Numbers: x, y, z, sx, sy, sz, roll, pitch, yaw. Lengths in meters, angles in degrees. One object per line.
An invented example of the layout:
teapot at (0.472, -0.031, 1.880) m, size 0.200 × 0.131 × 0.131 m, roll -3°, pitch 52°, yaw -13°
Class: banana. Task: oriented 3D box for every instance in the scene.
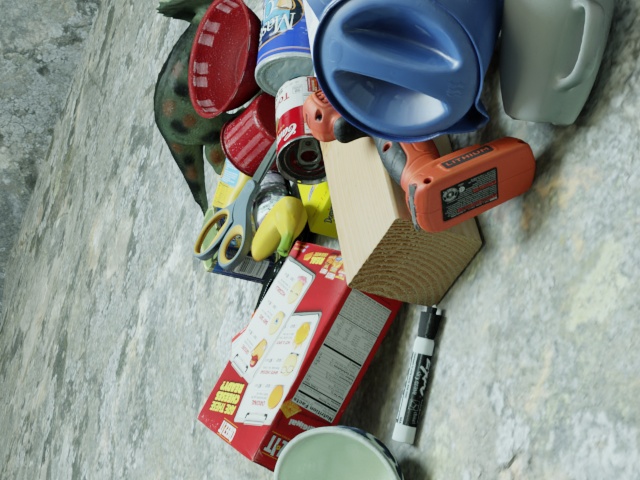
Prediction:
banana at (-0.047, -0.014, 1.176) m, size 0.069 × 0.037 × 0.198 m, roll -55°, pitch 6°, yaw -9°

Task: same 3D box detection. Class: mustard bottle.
mustard bottle at (-0.108, -0.075, 1.446) m, size 0.096 × 0.058 × 0.192 m, roll -149°, pitch 74°, yaw -68°

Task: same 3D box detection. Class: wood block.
wood block at (0.068, -0.050, 0.982) m, size 0.091 × 0.090 × 0.206 m, roll -58°, pitch 28°, yaw 37°

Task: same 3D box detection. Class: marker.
marker at (0.085, 0.117, 0.936) m, size 0.020 × 0.020 × 0.121 m, roll 6°, pitch 83°, yaw 67°

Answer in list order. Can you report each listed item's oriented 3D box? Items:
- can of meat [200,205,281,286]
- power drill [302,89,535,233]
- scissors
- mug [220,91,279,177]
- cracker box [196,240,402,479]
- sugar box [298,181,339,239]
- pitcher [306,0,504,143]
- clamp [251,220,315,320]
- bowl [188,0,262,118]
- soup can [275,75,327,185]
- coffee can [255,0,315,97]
can of meat at (-0.103, 0.006, 1.355) m, size 0.057 × 0.083 × 0.102 m, roll -62°, pitch 27°, yaw 30°
power drill at (0.099, -0.099, 0.900) m, size 0.188 × 0.184 × 0.057 m, roll 55°, pitch 167°, yaw 45°
scissors at (-0.079, -0.046, 1.274) m, size 0.202 × 0.016 × 0.096 m, roll -49°, pitch 45°, yaw 10°
mug at (-0.066, -0.147, 1.355) m, size 0.082 × 0.093 × 0.117 m, roll -38°, pitch 36°, yaw 49°
cracker box at (-0.018, 0.113, 1.044) m, size 0.213 × 0.072 × 0.164 m, roll -62°, pitch 23°, yaw -7°
sugar box at (0.009, -0.092, 1.200) m, size 0.093 × 0.048 × 0.176 m, roll -62°, pitch 28°, yaw 29°
pitcher at (0.085, -0.205, 0.872) m, size 0.242 × 0.145 × 0.149 m, roll -62°, pitch -32°, yaw -46°
clamp at (-0.031, 0.042, 1.223) m, size 0.120 × 0.039 × 0.172 m, roll -96°, pitch 29°, yaw -60°
bowl at (-0.109, -0.231, 1.364) m, size 0.162 × 0.055 × 0.162 m, roll -19°, pitch 67°, yaw 54°
soup can at (-0.013, -0.118, 1.127) m, size 0.069 × 0.068 × 0.102 m, roll -55°, pitch 27°, yaw 40°
coffee can at (-0.022, -0.254, 1.292) m, size 0.103 × 0.102 × 0.140 m, roll -36°, pitch 45°, yaw 57°
